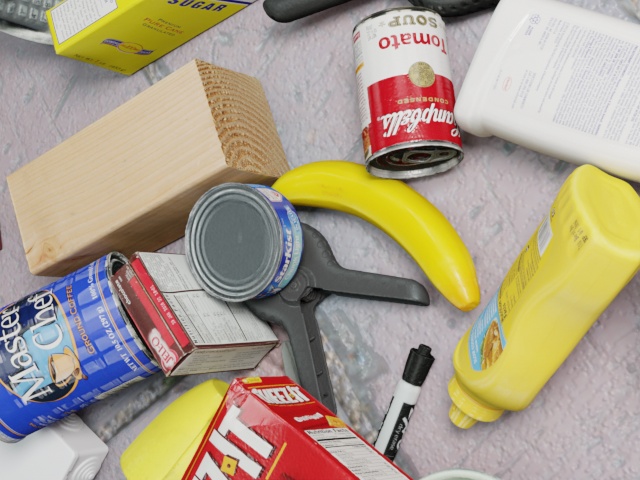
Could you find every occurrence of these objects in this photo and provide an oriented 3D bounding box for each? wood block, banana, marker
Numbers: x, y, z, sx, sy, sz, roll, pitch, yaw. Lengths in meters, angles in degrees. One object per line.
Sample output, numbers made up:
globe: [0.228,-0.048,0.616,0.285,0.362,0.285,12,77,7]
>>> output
wood block: [-0.138,-0.050,0.847,0.206,0.090,0.091,-26,74,27]
banana: [0.040,-0.015,0.766,0.198,0.037,0.069,24,89,30]
marker: [0.053,0.130,0.762,0.020,0.020,0.121,26,100,29]

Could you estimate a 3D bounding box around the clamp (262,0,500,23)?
clamp: [0.062,-0.205,0.765,0.210,0.036,0.164,29,94,26]

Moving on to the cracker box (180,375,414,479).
cracker box: [-0.006,0.213,0.687,0.214,0.072,0.164,35,103,33]

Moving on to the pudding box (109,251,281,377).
pudding box: [-0.092,0.054,0.799,0.039,0.113,0.090,-44,66,24]

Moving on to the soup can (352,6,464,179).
soup can: [0.060,-0.101,0.740,0.069,0.068,0.102,-14,73,29]

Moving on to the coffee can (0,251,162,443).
coffee can: [-0.202,0.084,0.844,0.140,0.102,0.103,-26,73,5]

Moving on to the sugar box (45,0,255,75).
sugar box: [-0.120,-0.193,0.844,0.176,0.093,0.048,-22,77,28]

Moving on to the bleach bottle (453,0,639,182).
bleach bottle: [0.214,-0.071,0.657,0.251,0.068,0.102,27,101,27]

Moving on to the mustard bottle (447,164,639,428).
mustard bottle: [0.133,0.050,0.673,0.058,0.096,0.192,25,122,-7]

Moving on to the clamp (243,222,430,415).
clamp: [-0.014,0.048,0.792,0.172,0.039,0.120,32,85,32]

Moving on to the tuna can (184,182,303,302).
tuna can: [-0.055,0.001,0.776,0.086,0.033,0.086,1,92,31]
